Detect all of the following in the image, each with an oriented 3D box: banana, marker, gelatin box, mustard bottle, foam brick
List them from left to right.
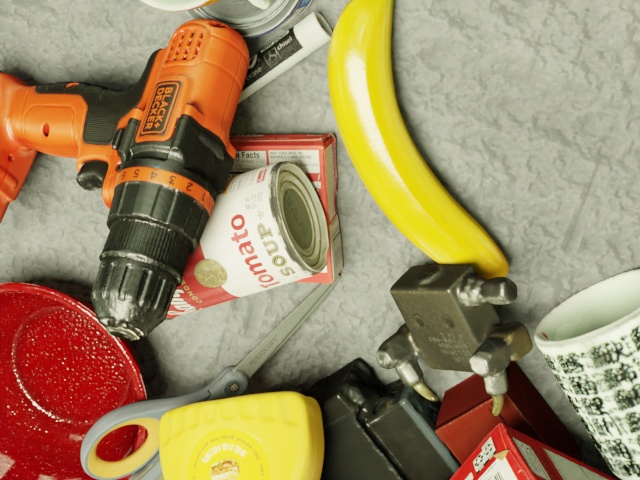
[{"bbox_3d":[-0.045,-0.094,0.634,0.121,0.020,0.020,-32,98,22],"label":"marker"},{"bbox_3d":[-0.040,0.187,0.604,0.096,0.058,0.191,-11,72,16],"label":"mustard bottle"},{"bbox_3d":[-0.026,-0.020,0.649,0.073,0.030,0.089,1,109,16],"label":"gelatin box"},{"bbox_3d":[0.048,-0.058,0.612,0.070,0.037,0.198,-15,104,19],"label":"banana"},{"bbox_3d":[0.115,0.121,0.646,0.053,0.051,0.078,-34,97,21],"label":"foam brick"}]

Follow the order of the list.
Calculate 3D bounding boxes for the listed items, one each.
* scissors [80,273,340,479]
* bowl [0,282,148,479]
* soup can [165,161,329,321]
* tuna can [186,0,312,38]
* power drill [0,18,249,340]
[{"bbox_3d":[-0.075,0.089,0.662,0.096,0.016,0.202,24,104,-32],"label":"scissors"},{"bbox_3d":[-0.180,0.095,0.715,0.162,0.055,0.162,5,109,14],"label":"bowl"},{"bbox_3d":[-0.054,0.001,0.609,0.102,0.068,0.068,-17,103,21],"label":"soup can"},{"bbox_3d":[-0.043,-0.158,0.604,0.086,0.033,0.086,5,109,14],"label":"tuna can"},{"bbox_3d":[-0.137,-0.035,0.599,0.188,0.184,0.057,1,152,29],"label":"power drill"}]
